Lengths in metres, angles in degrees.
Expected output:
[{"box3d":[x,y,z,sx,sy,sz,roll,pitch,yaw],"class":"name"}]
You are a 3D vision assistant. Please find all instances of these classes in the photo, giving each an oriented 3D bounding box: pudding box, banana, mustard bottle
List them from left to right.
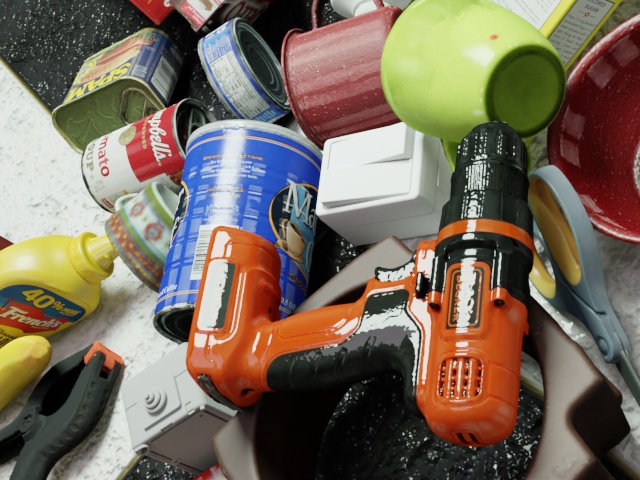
[{"box3d":[-0.268,0.125,0.862,0.198,0.037,0.069,-40,20,26],"class":"banana"},{"box3d":[-0.237,0.044,0.864,0.192,0.096,0.058,-29,52,20],"class":"mustard bottle"},{"box3d":[-0.070,-0.204,0.872,0.039,0.113,0.090,44,96,6],"class":"pudding box"}]

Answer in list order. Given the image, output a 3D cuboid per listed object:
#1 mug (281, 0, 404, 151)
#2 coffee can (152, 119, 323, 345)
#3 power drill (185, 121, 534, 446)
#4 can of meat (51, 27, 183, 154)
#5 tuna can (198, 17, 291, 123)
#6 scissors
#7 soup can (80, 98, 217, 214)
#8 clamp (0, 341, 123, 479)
[{"box3d":[0.027,-0.130,0.767,0.082,0.093,0.117,-14,81,24],"class":"mug"},{"box3d":[-0.055,0.001,0.751,0.103,0.102,0.140,-9,61,32],"class":"coffee can"},{"box3d":[0.024,0.022,0.590,0.188,0.057,0.184,-6,57,27],"class":"power drill"},{"box3d":[-0.172,-0.130,0.926,0.102,0.057,0.084,-19,36,26],"class":"can of meat"},{"box3d":[-0.057,-0.130,0.835,0.034,0.086,0.086,-29,52,18],"class":"tuna can"},{"box3d":[0.158,0.055,0.615,0.016,0.096,0.202,-18,81,-12],"class":"scissors"},{"box3d":[-0.136,-0.067,0.871,0.102,0.068,0.068,-18,56,28],"class":"soup can"},{"box3d":[-0.215,0.157,0.823,0.171,0.039,0.120,-47,44,8],"class":"clamp"}]
